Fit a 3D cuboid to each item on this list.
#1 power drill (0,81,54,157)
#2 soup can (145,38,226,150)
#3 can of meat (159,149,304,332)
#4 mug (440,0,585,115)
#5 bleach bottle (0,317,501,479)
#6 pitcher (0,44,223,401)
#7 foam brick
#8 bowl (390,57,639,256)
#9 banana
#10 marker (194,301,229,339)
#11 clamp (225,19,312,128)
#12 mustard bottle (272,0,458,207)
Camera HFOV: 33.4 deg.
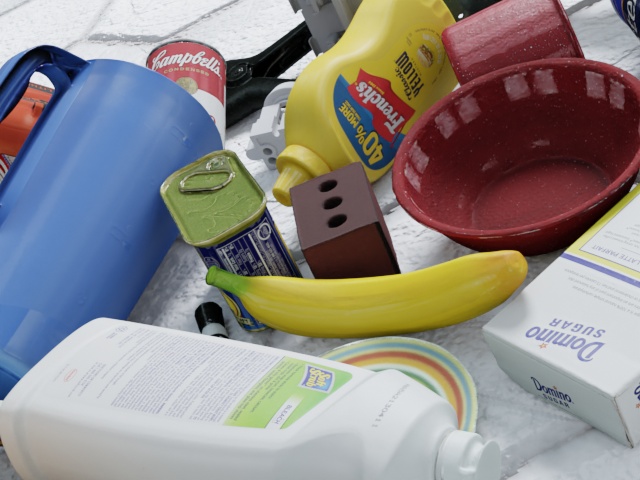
[{"bbox_3d":[-0.234,-0.100,0.929,0.188,0.184,0.057,30,104,66],"label":"power drill"},{"bbox_3d":[-0.110,-0.103,0.867,0.069,0.068,0.102,-14,56,17],"label":"soup can"},{"bbox_3d":[-0.055,0.001,0.698,0.057,0.084,0.102,-30,34,-5],"label":"can of meat"},{"bbox_3d":[0.137,-0.126,0.751,0.081,0.093,0.117,-23,2,13],"label":"mug"},{"bbox_3d":[-0.036,0.097,0.528,0.251,0.068,0.102,5,36,32],"label":"bleach bottle"},{"bbox_3d":[-0.177,-0.006,0.722,0.149,0.145,0.242,20,55,4],"label":"pitcher"},{"bbox_3d":[0.016,-0.005,0.688,0.053,0.051,0.078,-22,33,6],"label":"foam brick"},{"bbox_3d":[0.128,-0.041,0.653,0.162,0.055,0.162,-17,39,14],"label":"bowl"},{"bbox_3d":[0.031,0.034,0.613,0.198,0.069,0.037,-5,70,28],"label":"banana"},{"bbox_3d":[-0.061,0.075,0.660,0.020,0.020,0.121,-26,33,0],"label":"marker"},{"bbox_3d":[-0.059,-0.130,0.921,0.172,0.039,0.120,-25,34,15],"label":"clamp"},{"bbox_3d":[0.028,-0.096,0.761,0.058,0.096,0.191,11,54,47],"label":"mustard bottle"}]
